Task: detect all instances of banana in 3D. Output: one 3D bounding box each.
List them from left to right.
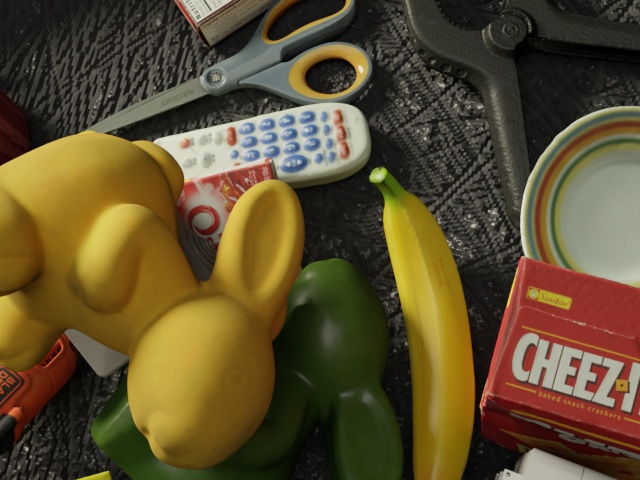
[{"bbox_3d":[0.061,0.057,0.627,0.037,0.069,0.198,-18,78,41],"label":"banana"}]

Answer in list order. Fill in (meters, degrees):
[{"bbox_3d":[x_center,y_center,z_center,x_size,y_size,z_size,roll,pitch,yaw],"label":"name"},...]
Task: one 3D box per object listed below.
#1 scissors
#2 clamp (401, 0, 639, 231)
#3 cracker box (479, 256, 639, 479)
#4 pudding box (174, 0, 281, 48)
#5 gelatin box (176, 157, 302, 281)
[{"bbox_3d":[-0.051,-0.096,0.705,0.202,0.016,0.096,-37,74,-1],"label":"scissors"},{"bbox_3d":[0.130,-0.130,0.674,0.164,0.036,0.210,-36,77,-2],"label":"clamp"},{"bbox_3d":[0.165,0.083,0.525,0.164,0.213,0.072,15,79,12],"label":"cracker box"},{"bbox_3d":[-0.056,-0.198,0.720,0.113,0.039,0.090,-34,74,1],"label":"pudding box"},{"bbox_3d":[-0.054,0.001,0.658,0.073,0.030,0.089,-14,99,4],"label":"gelatin box"}]
